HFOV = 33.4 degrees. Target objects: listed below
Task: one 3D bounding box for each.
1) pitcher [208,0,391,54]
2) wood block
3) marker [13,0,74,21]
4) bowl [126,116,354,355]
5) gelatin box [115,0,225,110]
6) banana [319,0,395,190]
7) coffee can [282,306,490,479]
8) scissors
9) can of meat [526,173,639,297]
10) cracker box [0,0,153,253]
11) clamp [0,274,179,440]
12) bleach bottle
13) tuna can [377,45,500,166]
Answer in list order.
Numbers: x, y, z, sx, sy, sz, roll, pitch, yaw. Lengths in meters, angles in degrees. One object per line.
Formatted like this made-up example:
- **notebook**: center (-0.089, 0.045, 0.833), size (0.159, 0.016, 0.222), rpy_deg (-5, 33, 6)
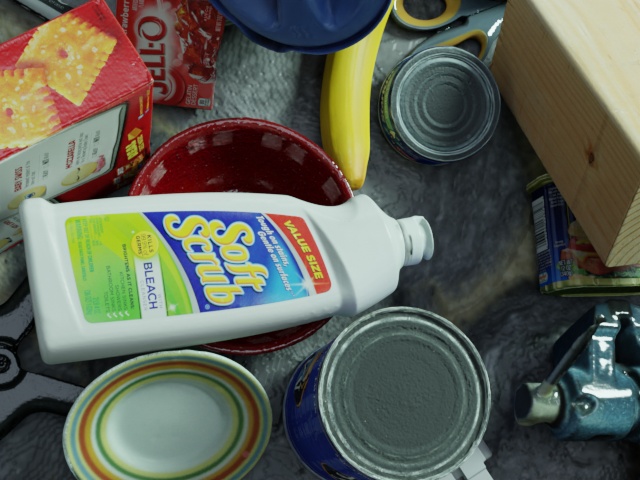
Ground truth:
- **pitcher**: center (0.017, -0.252, 0.718), size (0.145, 0.149, 0.242), rpy_deg (57, 38, -31)
- **wood block**: center (0.200, -0.089, 0.727), size (0.090, 0.091, 0.206), rpy_deg (-6, 47, -15)
- **marker**: center (-0.199, -0.169, 0.761), size (0.121, 0.020, 0.020), rpy_deg (31, 73, -2)
- **bowl**: center (-0.055, 0.001, 0.727), size (0.162, 0.055, 0.162), rpy_deg (2, 76, -10)
- **gelatin box**: center (-0.106, -0.135, 0.736), size (0.073, 0.089, 0.030), rpy_deg (6, 41, -10)
- **banana**: center (0.029, -0.130, 0.769), size (0.037, 0.070, 0.198), rpy_deg (17, 82, -23)
- **coffee can**: center (0.036, 0.104, 0.674), size (0.102, 0.140, 0.103), rpy_deg (2, 76, -10)
- **scissors**: center (0.137, -0.190, 0.829), size (0.201, 0.016, 0.096), rpy_deg (-36, 85, -16)
- **can of meat**: center (0.206, -0.004, 0.775), size (0.102, 0.057, 0.084), rpy_deg (-1, 79, -11)
- **cracker box**: center (-0.211, -0.045, 0.654), size (0.213, 0.164, 0.072), rpy_deg (-30, 82, -16)
- **clamp**: center (-0.197, 0.088, 0.691), size (0.209, 0.036, 0.164), rpy_deg (-26, 86, -15)
- **bleach bottle**: center (-0.053, 0.009, 0.665), size (0.250, 0.068, 0.102), rpy_deg (-9, 79, -15)
- **tuna can**: center (0.087, -0.098, 0.777), size (0.086, 0.034, 0.086), rpy_deg (0, 91, -10)
